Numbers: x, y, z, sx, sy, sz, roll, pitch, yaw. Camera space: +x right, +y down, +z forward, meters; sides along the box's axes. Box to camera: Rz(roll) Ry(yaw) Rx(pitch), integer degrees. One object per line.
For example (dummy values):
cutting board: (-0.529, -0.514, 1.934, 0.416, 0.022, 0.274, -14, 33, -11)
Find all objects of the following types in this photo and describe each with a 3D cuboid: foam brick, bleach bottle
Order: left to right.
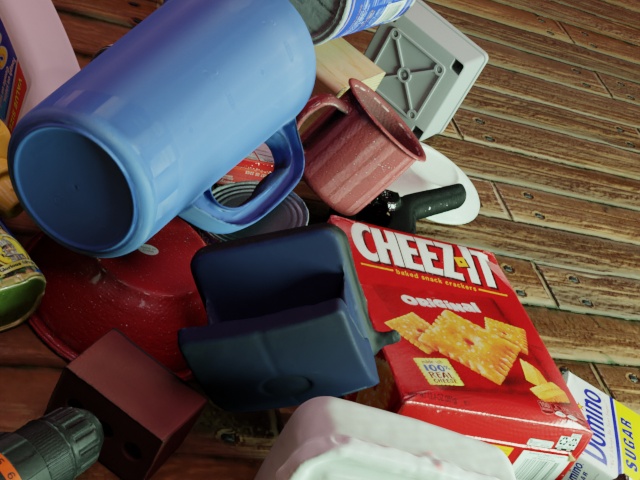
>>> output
bleach bottle: (-0.227, -0.133, 0.828, 0.067, 0.103, 0.251, 2, 45, -47)
foam brick: (-0.120, 0.104, 0.661, 0.078, 0.053, 0.051, 35, 35, 8)

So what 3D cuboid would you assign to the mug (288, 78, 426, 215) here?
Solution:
mug: (0.021, -0.079, 0.888, 0.117, 0.082, 0.093, 30, 25, -44)

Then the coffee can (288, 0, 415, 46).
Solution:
coffee can: (0.017, -0.240, 0.979, 0.103, 0.103, 0.140, 41, 36, 14)

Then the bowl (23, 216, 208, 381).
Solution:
bowl: (-0.129, 0.023, 0.751, 0.162, 0.055, 0.162, 19, 37, -16)

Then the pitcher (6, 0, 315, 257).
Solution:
pitcher: (-0.101, -0.082, 0.754, 0.149, 0.145, 0.242, 22, 37, 12)

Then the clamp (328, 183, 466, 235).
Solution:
clamp: (0.049, -0.035, 0.968, 0.120, 0.039, 0.171, 26, 36, 21)

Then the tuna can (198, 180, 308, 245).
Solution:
tuna can: (-0.053, -0.009, 0.830, 0.086, 0.034, 0.086, 3, 39, -3)

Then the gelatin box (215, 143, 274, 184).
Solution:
gelatin box: (-0.067, -0.073, 0.921, 0.073, 0.030, 0.089, 10, 26, -27)

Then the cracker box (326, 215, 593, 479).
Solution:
cracker box: (0.090, 0.080, 0.814, 0.164, 0.072, 0.214, 13, 33, -24)

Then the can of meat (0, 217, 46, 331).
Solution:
can of meat: (-0.237, 0.019, 0.676, 0.101, 0.058, 0.084, -19, 62, -47)
